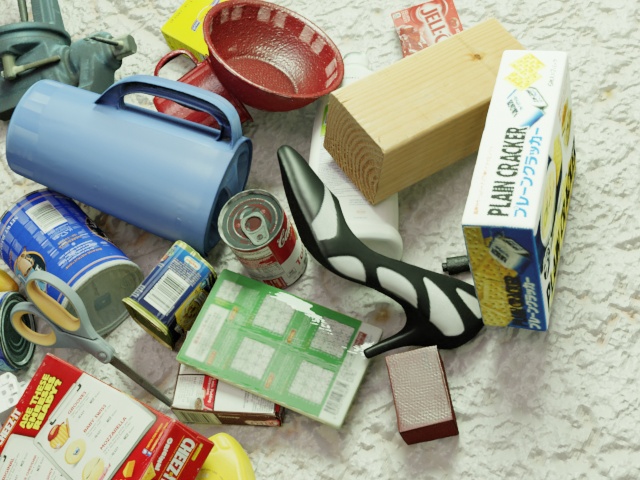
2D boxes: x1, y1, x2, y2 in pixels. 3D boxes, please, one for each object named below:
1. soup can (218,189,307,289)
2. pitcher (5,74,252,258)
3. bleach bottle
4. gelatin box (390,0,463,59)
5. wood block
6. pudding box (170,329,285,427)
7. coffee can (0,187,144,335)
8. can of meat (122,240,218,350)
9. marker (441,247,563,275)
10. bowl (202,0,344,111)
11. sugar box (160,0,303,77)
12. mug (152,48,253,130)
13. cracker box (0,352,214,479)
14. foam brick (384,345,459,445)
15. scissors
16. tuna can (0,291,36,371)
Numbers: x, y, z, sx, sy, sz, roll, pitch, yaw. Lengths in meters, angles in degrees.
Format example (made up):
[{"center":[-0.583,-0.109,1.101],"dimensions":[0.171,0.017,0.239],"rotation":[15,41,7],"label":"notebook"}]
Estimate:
[{"center":[-0.057,0.001,1.096],"dimensions":[0.068,0.102,0.068],"rotation":[-7,62,12],"label":"soup can"},{"center":[-0.199,-0.092,1.123],"dimensions":[0.243,0.145,0.149],"rotation":[20,78,6],"label":"pitcher"},{"center":[0.040,-0.096,1.143],"dimensions":[0.103,0.068,0.251],"rotation":[-2,61,12],"label":"bleach bottle"},{"center":[0.125,-0.228,1.203],"dimensions":[0.073,0.030,0.089],"rotation":[-16,61,7],"label":"gelatin box"},{"center":[0.115,-0.133,1.083],"dimensions":[0.205,0.090,0.091],"rotation":[-28,63,-22],"label":"wood block"},{"center":[-0.088,0.137,1.073],"dimensions":[0.113,0.039,0.090],"rotation":[1,62,13],"label":"pudding box"},{"center":[-0.271,0.024,1.145],"dimensions":[0.102,0.102,0.140],"rotation":[-44,61,-8],"label":"coffee can"},{"center":[-0.150,0.057,1.095],"dimensions":[0.057,0.102,0.084],"rotation":[37,75,10],"label":"can of meat"},{"center":[0.181,0.017,1.069],"dimensions":[0.121,0.020,0.020],"rotation":[-10,62,11],"label":"marker"},{"center":[-0.057,-0.189,1.151],"dimensions":[0.162,0.055,0.162],"rotation":[15,43,-15],"label":"bowl"},{"center":[-0.094,-0.236,1.260],"dimensions":[0.176,0.048,0.093],"rotation":[30,75,28],"label":"sugar box"},{"center":[-0.141,-0.159,1.200],"dimensions":[0.081,0.117,0.093],"rotation":[-35,19,2],"label":"mug"},{"center":[-0.223,0.219,1.014],"dimensions":[0.214,0.072,0.164],"rotation":[16,71,43],"label":"cracker box"},{"center":[0.096,0.147,1.008],"dimensions":[0.053,0.051,0.078],"rotation":[-13,61,8],"label":"foam brick"},{"center":[-0.237,0.116,1.083],"dimensions":[0.096,0.201,0.016],"rotation":[-27,20,30],"label":"scissors"},{"center":[-0.336,0.097,1.136],"dimensions":[0.034,0.086,0.086],"rotation":[-6,62,11],"label":"tuna can"}]
